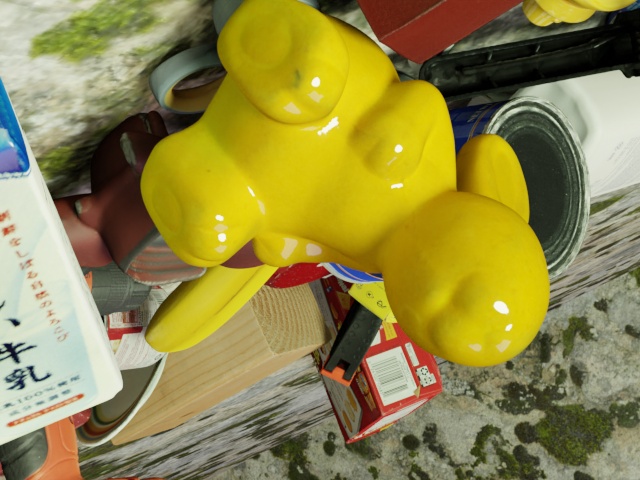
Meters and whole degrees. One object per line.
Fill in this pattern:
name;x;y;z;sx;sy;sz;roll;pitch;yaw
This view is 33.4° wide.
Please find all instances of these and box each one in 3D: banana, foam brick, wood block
banana;-0.055;0.012;0.687;0.198;0.037;0.069;-44;-155;16
foam brick;0.054;-0.118;0.445;0.078;0.053;0.051;-28;166;21
wood block;-0.105;0.096;0.944;0.206;0.090;0.090;-32;166;31

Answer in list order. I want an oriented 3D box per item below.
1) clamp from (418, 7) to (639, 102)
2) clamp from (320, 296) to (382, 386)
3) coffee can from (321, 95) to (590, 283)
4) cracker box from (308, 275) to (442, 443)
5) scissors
clamp;0.178;-0.106;0.561;0.209;0.036;0.165;-16;-169;-35
clamp;0.050;0.041;0.922;0.171;0.039;0.120;-61;175;2
coffee can;0.071;-0.026;0.629;0.102;0.103;0.141;-12;-173;-41
cracker box;0.041;0.102;1.058;0.072;0.164;0.214;-19;166;-13
scissors;-0.016;-0.082;0.542;0.096;0.016;0.201;-30;165;13
